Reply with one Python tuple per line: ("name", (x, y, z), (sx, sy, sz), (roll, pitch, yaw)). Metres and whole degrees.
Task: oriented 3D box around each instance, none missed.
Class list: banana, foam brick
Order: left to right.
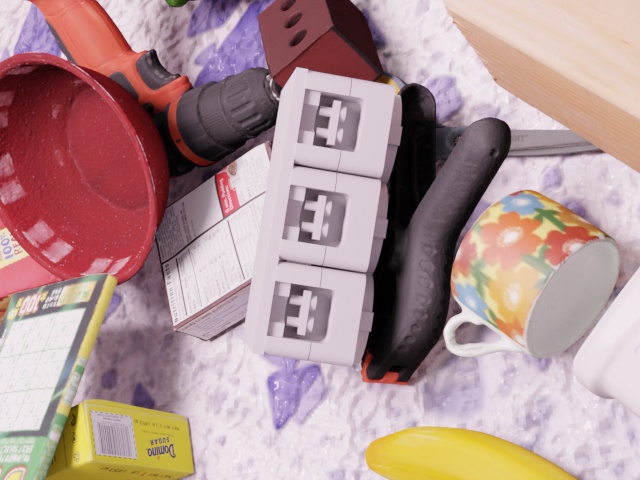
("foam brick", (-0.001, -0.125, 0.675), (0.053, 0.051, 0.078), (-38, 37, 20))
("banana", (0.100, 0.140, 0.532), (0.198, 0.037, 0.070), (38, 98, 39))

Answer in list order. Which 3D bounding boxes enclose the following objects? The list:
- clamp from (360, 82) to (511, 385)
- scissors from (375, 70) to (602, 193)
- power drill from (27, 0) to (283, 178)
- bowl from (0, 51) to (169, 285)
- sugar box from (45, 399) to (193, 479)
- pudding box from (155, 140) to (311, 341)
("clamp", (0.052, -0.005, 0.596), (0.120, 0.039, 0.172), (-109, 35, -64))
("scissors", (0.077, -0.074, 0.635), (0.202, 0.016, 0.096), (-15, 66, 33))
("power drill", (-0.122, -0.131, 0.716), (0.185, 0.057, 0.187), (-20, 102, 39))
("bowl", (-0.154, -0.052, 0.707), (0.162, 0.055, 0.162), (16, 121, 29))
("sugar box", (-0.180, 0.157, 0.704), (0.176, 0.093, 0.048), (-29, 59, 28))
("pudding box", (-0.055, 0.001, 0.696), (0.114, 0.039, 0.090), (-33, 58, 27))
